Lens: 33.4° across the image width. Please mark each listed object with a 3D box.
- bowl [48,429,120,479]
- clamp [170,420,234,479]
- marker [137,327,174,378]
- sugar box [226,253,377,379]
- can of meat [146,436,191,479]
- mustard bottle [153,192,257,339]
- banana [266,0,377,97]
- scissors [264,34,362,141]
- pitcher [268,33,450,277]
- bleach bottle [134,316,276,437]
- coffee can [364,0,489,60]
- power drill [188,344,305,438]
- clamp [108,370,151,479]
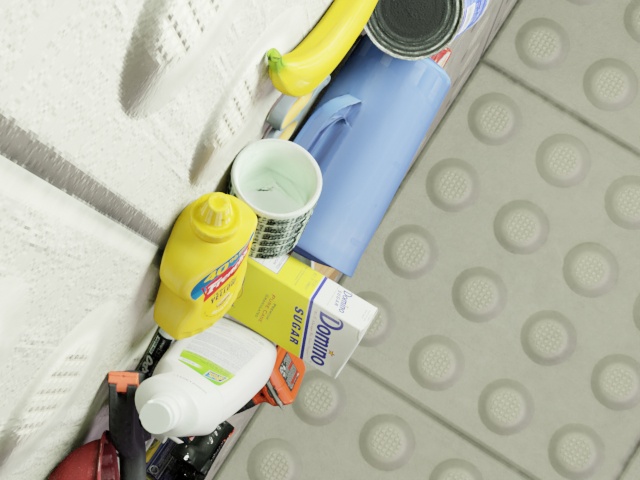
[{"bbox_3d":[-0.221,0.259,0.993,0.162,0.055,0.162,176,-90,-85],"label":"bowl"},{"bbox_3d":[-0.146,0.257,1.162,0.165,0.036,0.209,-64,174,15],"label":"clamp"},{"bbox_3d":[-0.175,0.130,1.086,0.121,0.020,0.020,-60,174,20],"label":"marker"},{"bbox_3d":[-0.037,0.063,1.106,0.048,0.176,0.093,-52,173,-44],"label":"sugar box"},{"bbox_3d":[-0.204,0.266,1.240,0.102,0.057,0.083,-17,-155,35],"label":"can of meat"},{"bbox_3d":[-0.097,0.012,0.914,0.096,0.058,0.192,-42,168,-27],"label":"mustard bottle"},{"bbox_3d":[0.007,-0.174,0.904,0.197,0.037,0.070,-53,174,-41],"label":"banana"},{"bbox_3d":[-0.012,-0.139,1.048,0.096,0.016,0.201,-59,175,31],"label":"scissors"},{"bbox_3d":[0.030,-0.094,1.120,0.243,0.145,0.149,-60,-163,1],"label":"pitcher"},{"bbox_3d":[-0.121,0.134,1.029,0.250,0.102,0.068,-27,137,-75],"label":"bleach bottle"},{"bbox_3d":[0.106,-0.242,1.058,0.103,0.103,0.140,-61,174,27],"label":"coffee can"},{"bbox_3d":[-0.114,0.189,1.351,0.188,0.057,0.184,-26,-165,17],"label":"power drill"},{"bbox_3d":[-0.181,0.189,1.026,0.171,0.039,0.120,85,1,-56],"label":"clamp"}]
